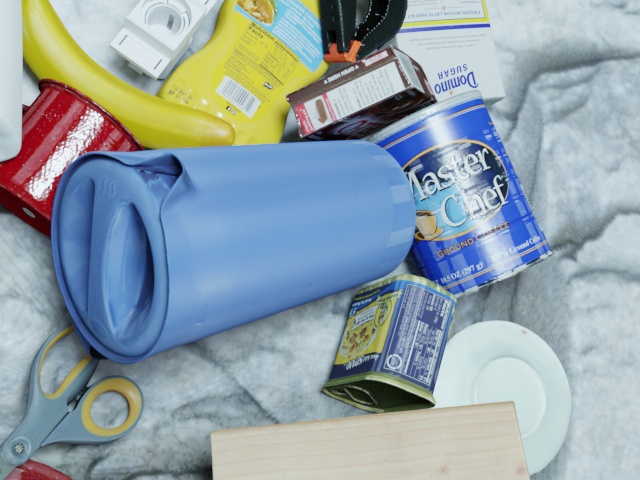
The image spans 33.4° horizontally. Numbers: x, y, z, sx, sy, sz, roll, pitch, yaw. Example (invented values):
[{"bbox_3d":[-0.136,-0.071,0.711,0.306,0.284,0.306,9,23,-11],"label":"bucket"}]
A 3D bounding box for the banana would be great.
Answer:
[{"bbox_3d":[-0.152,-0.113,0.761,0.198,0.070,0.037,39,39,1],"label":"banana"}]

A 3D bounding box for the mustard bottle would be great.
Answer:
[{"bbox_3d":[-0.042,-0.150,0.831,0.096,0.058,0.191,37,69,-14],"label":"mustard bottle"}]

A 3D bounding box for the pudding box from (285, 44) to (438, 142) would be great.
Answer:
[{"bbox_3d":[0.033,-0.106,0.805,0.090,0.113,0.039,-24,83,15],"label":"pudding box"}]

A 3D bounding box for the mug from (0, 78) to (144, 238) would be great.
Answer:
[{"bbox_3d":[-0.191,-0.057,0.746,0.117,0.093,0.081,28,72,20],"label":"mug"}]

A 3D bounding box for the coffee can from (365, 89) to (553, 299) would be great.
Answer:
[{"bbox_3d":[0.107,-0.033,0.837,0.102,0.103,0.140,-23,87,-23],"label":"coffee can"}]

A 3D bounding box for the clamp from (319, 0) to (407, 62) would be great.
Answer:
[{"bbox_3d":[0.053,-0.214,0.838,0.120,0.039,0.171,17,88,-31],"label":"clamp"}]

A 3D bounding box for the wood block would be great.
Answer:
[{"bbox_3d":[0.032,0.174,0.731,0.206,0.091,0.090,-5,63,-3],"label":"wood block"}]

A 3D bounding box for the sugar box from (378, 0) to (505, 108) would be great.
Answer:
[{"bbox_3d":[0.091,-0.195,0.898,0.093,0.048,0.176,-7,85,-20],"label":"sugar box"}]

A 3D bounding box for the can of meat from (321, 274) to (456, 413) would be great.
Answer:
[{"bbox_3d":[0.052,0.078,0.794,0.057,0.102,0.084,25,68,-19],"label":"can of meat"}]

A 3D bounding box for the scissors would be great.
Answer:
[{"bbox_3d":[-0.182,0.143,0.706,0.096,0.016,0.201,38,49,-20],"label":"scissors"}]

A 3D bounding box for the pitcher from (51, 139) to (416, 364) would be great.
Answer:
[{"bbox_3d":[-0.055,0.001,0.739,0.242,0.149,0.145,-11,99,-42],"label":"pitcher"}]
